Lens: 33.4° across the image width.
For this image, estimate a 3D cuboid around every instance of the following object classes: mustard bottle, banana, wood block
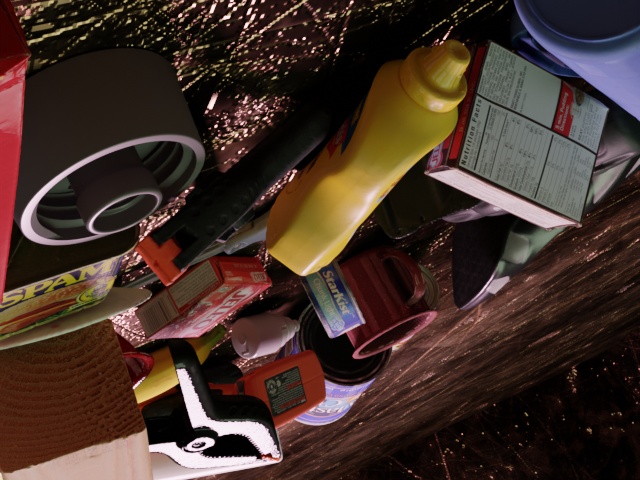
[{"bbox_3d":[0.035,-0.059,0.678,0.192,0.058,0.096,-47,-173,46],"label":"mustard bottle"},{"bbox_3d":[-0.178,0.123,0.953,0.197,0.037,0.070,-21,144,-28],"label":"banana"},{"bbox_3d":[-0.165,0.156,0.728,0.090,0.091,0.206,-15,144,-16],"label":"wood block"}]

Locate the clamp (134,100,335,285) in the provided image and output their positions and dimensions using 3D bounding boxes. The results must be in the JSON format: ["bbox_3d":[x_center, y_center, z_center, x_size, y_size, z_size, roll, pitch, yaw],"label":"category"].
[{"bbox_3d":[-0.050,-0.028,0.623,0.120,0.039,0.171,-46,-174,22],"label":"clamp"}]

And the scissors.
[{"bbox_3d":[-0.055,0.001,0.816,0.202,0.016,0.096,-29,163,1],"label":"scissors"}]

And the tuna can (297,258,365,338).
[{"bbox_3d":[0.005,0.038,0.901,0.034,0.086,0.086,-26,163,-1],"label":"tuna can"}]

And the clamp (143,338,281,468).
[{"bbox_3d":[-0.098,0.142,0.848,0.209,0.036,0.165,20,132,-42],"label":"clamp"}]

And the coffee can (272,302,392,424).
[{"bbox_3d":[0.008,0.129,1.144,0.102,0.103,0.140,-21,162,-23],"label":"coffee can"}]

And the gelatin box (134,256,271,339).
[{"bbox_3d":[-0.094,0.047,0.864,0.089,0.030,0.073,-35,162,22],"label":"gelatin box"}]

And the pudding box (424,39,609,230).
[{"bbox_3d":[0.130,-0.067,0.698,0.113,0.090,0.039,22,169,-25],"label":"pudding box"}]

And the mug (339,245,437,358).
[{"bbox_3d":[0.060,0.052,1.035,0.093,0.081,0.117,-16,160,-35],"label":"mug"}]

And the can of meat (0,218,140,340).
[{"bbox_3d":[-0.161,0.010,0.606,0.101,0.057,0.084,-20,163,-28],"label":"can of meat"}]

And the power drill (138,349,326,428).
[{"bbox_3d":[-0.089,0.149,1.036,0.188,0.057,0.184,-15,-177,37],"label":"power drill"}]
